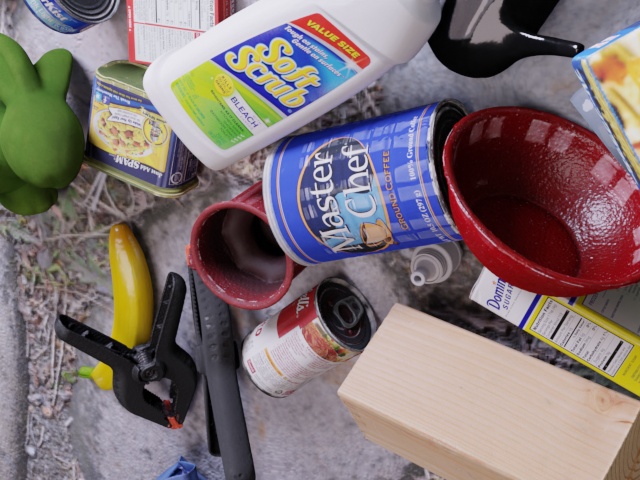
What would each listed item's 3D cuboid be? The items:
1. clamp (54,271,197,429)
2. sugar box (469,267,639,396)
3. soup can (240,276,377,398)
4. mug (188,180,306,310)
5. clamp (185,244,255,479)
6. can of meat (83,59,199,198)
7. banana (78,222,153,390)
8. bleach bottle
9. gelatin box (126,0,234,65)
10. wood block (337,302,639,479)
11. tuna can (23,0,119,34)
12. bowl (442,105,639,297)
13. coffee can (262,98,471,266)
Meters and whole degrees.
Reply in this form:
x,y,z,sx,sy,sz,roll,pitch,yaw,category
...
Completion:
x,y,z,sx,sy,sz,roll,pitch,yaw,category
-0.170,0.111,0.980,0.120,0.039,0.171,-11,123,-5,clamp
0.202,0.052,0.758,0.176,0.093,0.048,29,123,15,sugar box
-0.011,0.084,0.901,0.102,0.068,0.068,-36,93,36,soup can
-0.056,0.001,0.878,0.117,0.081,0.093,-17,103,32,mug
-0.088,0.108,0.923,0.036,0.165,0.210,-7,97,-13,clamp
-0.147,-0.096,0.898,0.102,0.057,0.084,23,120,18,can of meat
-0.190,0.077,1.011,0.070,0.037,0.198,28,123,12,banana
-0.012,-0.140,0.749,0.251,0.068,0.102,-26,108,40,bleach bottle
-0.112,-0.176,0.858,0.089,0.030,0.073,12,116,22,gelatin box
0.129,0.136,0.794,0.206,0.090,0.090,21,155,33,wood block
-0.203,-0.210,0.857,0.034,0.086,0.086,-16,104,34,tuna can
0.148,-0.016,0.721,0.162,0.161,0.055,35,136,10,bowl
0.043,-0.041,0.794,0.141,0.102,0.103,-10,107,31,coffee can
